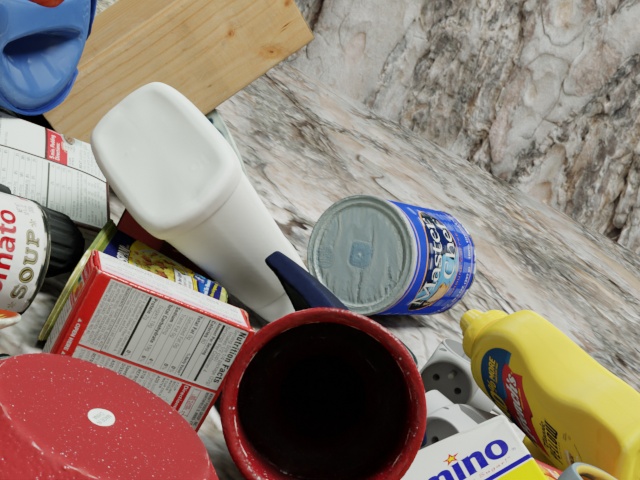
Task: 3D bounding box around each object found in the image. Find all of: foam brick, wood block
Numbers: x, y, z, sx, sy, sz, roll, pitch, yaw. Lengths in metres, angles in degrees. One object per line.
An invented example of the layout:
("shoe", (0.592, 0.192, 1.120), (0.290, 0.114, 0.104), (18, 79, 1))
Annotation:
("foam brick", (-0.103, -0.008, 0.792), (0.051, 0.053, 0.078), (38, 17, 34))
("wood block", (-0.123, -0.147, 0.841), (0.090, 0.206, 0.091), (57, -4, -33))

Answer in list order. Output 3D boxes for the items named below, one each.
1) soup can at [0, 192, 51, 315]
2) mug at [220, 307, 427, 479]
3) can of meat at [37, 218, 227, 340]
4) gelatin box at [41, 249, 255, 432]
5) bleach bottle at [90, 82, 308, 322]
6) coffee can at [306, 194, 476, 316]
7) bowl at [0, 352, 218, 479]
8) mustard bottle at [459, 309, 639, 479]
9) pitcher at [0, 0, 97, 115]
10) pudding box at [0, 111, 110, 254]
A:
("soup can", (-0.195, 0.000, 0.527), (0.102, 0.068, 0.069), (18, 17, -42))
("mug", (0.000, 0.089, 0.517), (0.093, 0.117, 0.081), (4, -1, -1))
("can of meat", (-0.102, 0.039, 0.605), (0.084, 0.057, 0.102), (29, 12, -8))
("gelatin box", (-0.088, 0.055, 0.534), (0.089, 0.073, 0.030), (23, 14, -24))
("bleach bottle", (-0.055, 0.001, 0.704), (0.103, 0.068, 0.250), (49, -2, 31))
("coffee can", (0.067, 0.016, 0.954), (0.103, 0.103, 0.140), (36, 14, 27))
("bowl", (-0.096, 0.092, 0.419), (0.162, 0.055, 0.162), (28, 12, -7))
("mustard bottle", (0.151, 0.100, 0.697), (0.192, 0.058, 0.096), (45, -20, 51))
("pitcher", (-0.289, -0.173, 0.721), (0.243, 0.149, 0.144), (12, 38, 17))
("pudding box", (-0.192, -0.037, 0.683), (0.113, 0.039, 0.090), (18, 37, -27))
